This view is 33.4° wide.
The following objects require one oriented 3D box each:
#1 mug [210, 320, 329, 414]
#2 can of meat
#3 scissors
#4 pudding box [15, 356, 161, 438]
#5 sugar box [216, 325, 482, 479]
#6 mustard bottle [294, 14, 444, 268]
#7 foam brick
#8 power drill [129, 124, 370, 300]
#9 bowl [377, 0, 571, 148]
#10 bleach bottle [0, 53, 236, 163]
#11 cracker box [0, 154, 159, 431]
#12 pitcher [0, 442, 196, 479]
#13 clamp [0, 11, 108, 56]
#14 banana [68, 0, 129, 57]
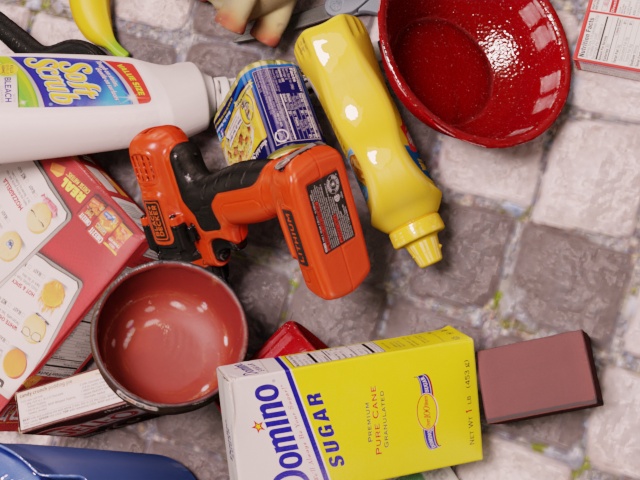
[{"bbox_3d":[-0.013,0.123,0.801,0.117,0.093,0.081,44,92,-7],"label":"mug"},{"bbox_3d":[-0.040,-0.081,0.840,0.102,0.057,0.084,-48,56,54],"label":"can of meat"},{"bbox_3d":[0.024,-0.211,0.882,0.202,0.016,0.096,2,79,21],"label":"scissors"},{"bbox_3d":[-0.171,0.127,0.853,0.114,0.090,0.039,-20,73,16],"label":"pudding box"},{"bbox_3d":[0.022,0.121,0.740,0.176,0.048,0.093,-10,100,-16],"label":"sugar box"},{"bbox_3d":[0.043,-0.069,0.800,0.058,0.096,0.191,-24,84,3],"label":"mustard bottle"},{"bbox_3d":[0.155,0.098,0.754,0.078,0.053,0.051,-14,75,17],"label":"foam brick"},{"bbox_3d":[-0.055,0.001,0.791,0.188,0.057,0.184,1,115,41],"label":"power drill"},{"bbox_3d":[0.104,-0.136,0.790,0.161,0.055,0.162,7,72,-22],"label":"bowl"},{"bbox_3d":[-0.194,-0.116,0.875,0.250,0.068,0.102,-6,48,-13],"label":"bleach bottle"},{"bbox_3d":[-0.245,0.031,0.909,0.164,0.072,0.214,44,98,24],"label":"cracker box"},{"bbox_3d":[-0.186,0.212,0.760,0.149,0.242,0.145,14,85,23],"label":"pitcher"},{"bbox_3d":[-0.246,-0.133,0.958,0.172,0.039,0.120,18,106,20],"label":"clamp"},{"bbox_3d":[-0.188,-0.260,0.963,0.069,0.037,0.198,11,87,-7],"label":"banana"}]
